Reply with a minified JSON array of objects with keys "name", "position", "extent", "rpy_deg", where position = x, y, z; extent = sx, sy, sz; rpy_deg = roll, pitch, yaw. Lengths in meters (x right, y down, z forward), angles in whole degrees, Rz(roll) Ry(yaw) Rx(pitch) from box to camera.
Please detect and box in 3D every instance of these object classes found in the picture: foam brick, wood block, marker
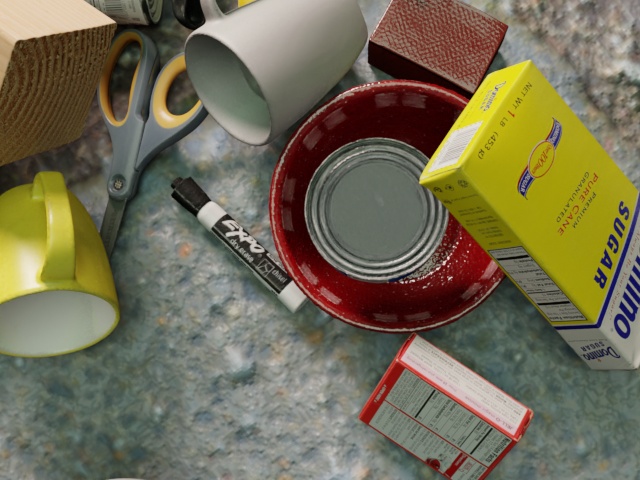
[{"name":"foam brick","position":[0.077,-0.129,0.705],"extent":[0.078,0.051,0.053],"rpy_deg":[29,84,6]},{"name":"wood block","position":[-0.241,-0.142,0.657],"extent":[0.206,0.090,0.090],"rpy_deg":[35,121,15]},{"name":"marker","position":[-0.055,0.001,0.713],"extent":[0.121,0.020,0.020],"rpy_deg":[43,87,8]}]

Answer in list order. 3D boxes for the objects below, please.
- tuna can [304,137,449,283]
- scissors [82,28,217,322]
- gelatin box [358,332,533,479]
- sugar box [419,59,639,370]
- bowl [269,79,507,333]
[{"name":"tuna can","position":[0.034,-0.017,0.646],"extent":[0.086,0.034,0.086],"rpy_deg":[0,83,4]},{"name":"scissors","position":[-0.116,-0.045,0.717],"extent":[0.096,0.016,0.202],"rpy_deg":[-2,83,19]},{"name":"gelatin box","position":[0.077,0.108,0.664],"extent":[0.089,0.073,0.030],"rpy_deg":[33,48,7]},{"name":"sugar box","position":[0.146,-0.012,0.641],"extent":[0.176,0.048,0.093],"rpy_deg":[44,65,-17]},{"name":"bowl","position":[0.049,-0.019,0.691],"extent":[0.162,0.055,0.162],"rpy_deg":[0,83,3]}]
